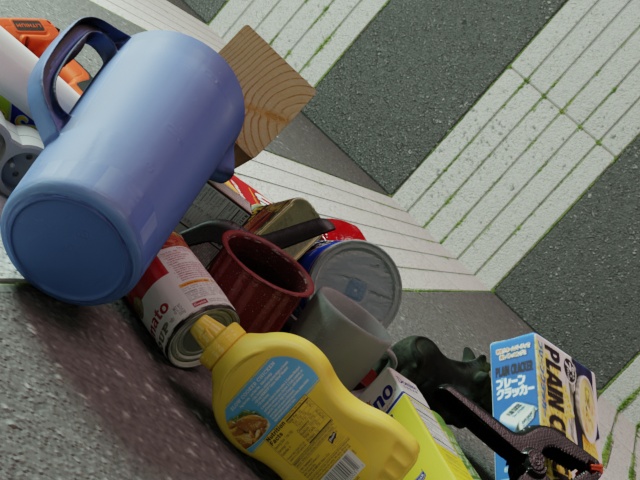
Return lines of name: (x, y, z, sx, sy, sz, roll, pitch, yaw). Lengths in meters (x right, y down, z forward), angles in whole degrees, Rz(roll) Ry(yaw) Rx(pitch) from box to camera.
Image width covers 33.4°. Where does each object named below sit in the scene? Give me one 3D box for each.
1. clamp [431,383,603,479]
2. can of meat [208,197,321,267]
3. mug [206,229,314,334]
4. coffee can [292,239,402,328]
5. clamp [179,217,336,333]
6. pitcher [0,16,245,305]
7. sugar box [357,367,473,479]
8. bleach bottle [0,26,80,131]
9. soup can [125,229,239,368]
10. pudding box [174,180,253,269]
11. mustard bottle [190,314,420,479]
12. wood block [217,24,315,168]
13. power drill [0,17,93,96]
clamp: (0.208, 0.241, 1.090, 0.209, 0.036, 0.164, 17, 52, -27)
can of meat: (-0.057, 0.001, 1.117, 0.084, 0.102, 0.057, -10, -61, 53)
mug: (-0.059, 0.051, 0.941, 0.093, 0.082, 0.117, 44, 20, 28)
coffee can: (0.012, 0.050, 1.131, 0.102, 0.102, 0.140, 39, -12, -15)
clamp: (-0.073, 0.034, 1.035, 0.171, 0.120, 0.039, 3, -10, 2)
pitcher: (-0.160, -0.067, 0.839, 0.149, 0.145, 0.242, 12, 35, 6)
sugar box: (0.067, 0.191, 0.890, 0.048, 0.093, 0.176, 36, 10, -31)
bleach bottle: (-0.235, -0.097, 0.961, 0.250, 0.103, 0.068, 38, 49, -27)
soup can: (-0.119, 0.046, 0.874, 0.102, 0.068, 0.068, 50, 12, 35)
pudding box: (-0.138, -0.030, 1.069, 0.113, 0.090, 0.039, 37, 11, -22)
mustard bottle: (-0.024, 0.127, 0.805, 0.191, 0.096, 0.058, 42, 10, 5)
wood block: (-0.090, -0.129, 1.052, 0.091, 0.090, 0.206, 44, -12, -10)
power drill: (-0.282, -0.161, 1.135, 0.188, 0.057, 0.184, 43, 23, 15)
